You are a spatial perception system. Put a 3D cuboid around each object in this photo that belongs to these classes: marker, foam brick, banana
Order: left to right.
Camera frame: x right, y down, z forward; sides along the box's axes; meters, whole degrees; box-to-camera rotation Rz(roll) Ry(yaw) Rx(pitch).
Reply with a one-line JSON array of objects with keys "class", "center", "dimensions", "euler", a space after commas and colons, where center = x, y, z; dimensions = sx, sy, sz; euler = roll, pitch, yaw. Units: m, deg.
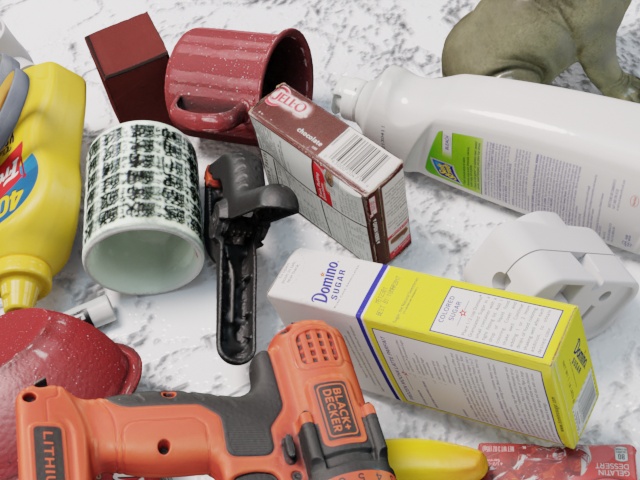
[{"class": "marker", "center": [-0.196, 0.068, 0.713], "dimensions": [0.121, 0.020, 0.020], "euler": [-23, 54, -7]}, {"class": "foam brick", "center": [-0.137, -0.120, 0.805], "dimensions": [0.051, 0.078, 0.053], "euler": [-24, 56, -9]}, {"class": "banana", "center": [-0.006, 0.148, 0.602], "dimensions": [0.197, 0.037, 0.070], "euler": [-18, 23, -8]}]

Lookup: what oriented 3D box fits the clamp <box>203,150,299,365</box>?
[{"class": "clamp", "center": [-0.055, 0.001, 0.698], "dimensions": [0.039, 0.120, 0.171], "euler": [16, 14, -17]}]

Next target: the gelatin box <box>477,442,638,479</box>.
[{"class": "gelatin box", "center": [0.132, 0.151, 0.592], "dimensions": [0.089, 0.030, 0.073], "euler": [-1, 54, 9]}]

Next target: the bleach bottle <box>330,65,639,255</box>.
[{"class": "bleach bottle", "center": [0.123, -0.069, 0.707], "dimensions": [0.251, 0.102, 0.068], "euler": [20, 55, 21]}]

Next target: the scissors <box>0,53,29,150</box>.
[{"class": "scissors", "center": [-0.239, -0.037, 0.727], "dimensions": [0.096, 0.016, 0.201], "euler": [-5, 67, 57]}]

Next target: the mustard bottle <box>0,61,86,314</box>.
[{"class": "mustard bottle", "center": [-0.206, -0.029, 0.749], "dimensions": [0.096, 0.058, 0.191], "euler": [-32, 48, 30]}]

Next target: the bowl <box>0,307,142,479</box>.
[{"class": "bowl", "center": [-0.189, 0.087, 0.628], "dimensions": [0.162, 0.055, 0.162], "euler": [-21, 22, 8]}]

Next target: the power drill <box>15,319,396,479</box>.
[{"class": "power drill", "center": [-0.053, 0.128, 0.530], "dimensions": [0.187, 0.057, 0.184], "euler": [-4, 49, -17]}]

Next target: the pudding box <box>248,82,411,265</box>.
[{"class": "pudding box", "center": [0.007, -0.042, 0.716], "dimensions": [0.039, 0.090, 0.114], "euler": [-41, 59, -18]}]

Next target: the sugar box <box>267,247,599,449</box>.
[{"class": "sugar box", "center": [0.064, 0.059, 0.612], "dimensions": [0.176, 0.093, 0.048], "euler": [15, 58, 32]}]

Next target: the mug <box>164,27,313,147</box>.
[{"class": "mug", "center": [-0.065, -0.106, 0.770], "dimensions": [0.082, 0.093, 0.117], "euler": [10, 34, 22]}]
